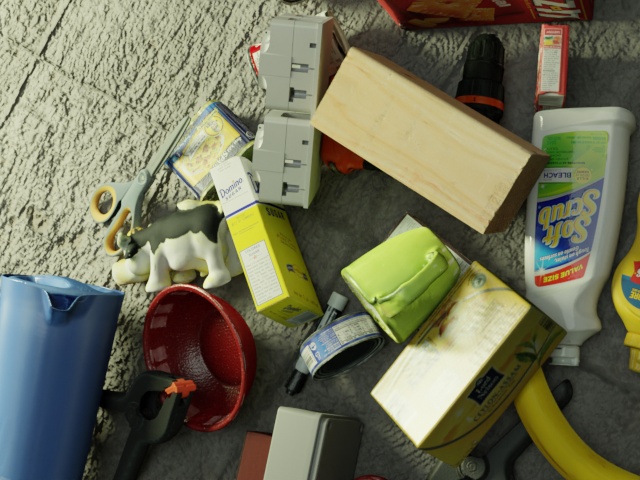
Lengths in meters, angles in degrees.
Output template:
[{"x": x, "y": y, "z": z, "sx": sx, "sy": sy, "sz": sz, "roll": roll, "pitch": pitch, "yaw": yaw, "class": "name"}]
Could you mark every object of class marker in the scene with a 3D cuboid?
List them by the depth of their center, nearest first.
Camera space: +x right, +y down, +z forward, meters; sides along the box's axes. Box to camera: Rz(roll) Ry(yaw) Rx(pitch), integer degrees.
[{"x": -0.006, "y": 0.112, "z": 1.148, "sx": 0.020, "sy": 0.020, "sz": 0.121, "roll": 27, "pitch": 90, "yaw": 22, "class": "marker"}]

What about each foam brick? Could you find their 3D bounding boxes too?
[{"x": -0.054, "y": 0.242, "z": 1.122, "sx": 0.051, "sy": 0.053, "sz": 0.078, "roll": 10, "pitch": 82, "yaw": 21, "class": "foam brick"}]

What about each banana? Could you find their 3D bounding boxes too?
[{"x": 0.235, "y": 0.182, "z": 1.011, "sx": 0.069, "sy": 0.037, "sz": 0.198, "roll": -38, "pitch": 75, "yaw": -24, "class": "banana"}]

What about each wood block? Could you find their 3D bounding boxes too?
[{"x": 0.108, "y": -0.098, "z": 1.046, "sx": 0.206, "sy": 0.090, "sz": 0.090, "roll": 34, "pitch": 105, "yaw": 19, "class": "wood block"}]

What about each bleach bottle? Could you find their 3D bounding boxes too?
[{"x": 0.254, "y": -0.002, "z": 1.053, "sx": 0.103, "sy": 0.068, "sz": 0.251, "roll": 0, "pitch": 82, "yaw": 26, "class": "bleach bottle"}]

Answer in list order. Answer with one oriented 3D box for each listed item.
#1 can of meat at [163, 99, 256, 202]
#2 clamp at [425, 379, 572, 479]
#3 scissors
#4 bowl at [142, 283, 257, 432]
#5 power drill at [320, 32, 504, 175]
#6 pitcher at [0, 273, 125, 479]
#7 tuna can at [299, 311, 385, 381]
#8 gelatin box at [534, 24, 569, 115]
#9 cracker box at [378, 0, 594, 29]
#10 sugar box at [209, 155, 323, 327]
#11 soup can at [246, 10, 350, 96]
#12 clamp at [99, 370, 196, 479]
[{"x": -0.119, "y": -0.097, "z": 1.211, "sx": 0.102, "sy": 0.057, "sz": 0.084, "roll": -47, "pitch": 66, "yaw": 5, "class": "can of meat"}, {"x": 0.145, "y": 0.218, "z": 1.062, "sx": 0.165, "sy": 0.036, "sz": 0.210, "roll": 14, "pitch": 81, "yaw": 23, "class": "clamp"}, {"x": -0.215, "y": -0.076, "z": 1.231, "sx": 0.096, "sy": 0.016, "sz": 0.202, "roll": 40, "pitch": 114, "yaw": 32, "class": "scissors"}, {"x": -0.120, "y": 0.121, "z": 1.149, "sx": 0.162, "sy": 0.055, "sz": 0.162, "roll": 10, "pitch": 105, "yaw": 40, "class": "bowl"}, {"x": 0.100, "y": -0.134, "z": 1.137, "sx": 0.188, "sy": 0.057, "sz": 0.184, "roll": 6, "pitch": 82, "yaw": 21, "class": "power drill"}, {"x": -0.300, "y": 0.159, "z": 1.173, "sx": 0.145, "sy": 0.149, "sz": 0.243, "roll": 10, "pitch": 91, "yaw": 30, "class": "pitcher"}, {"x": 0.022, "y": 0.109, "z": 1.103, "sx": 0.086, "sy": 0.086, "sz": 0.034, "roll": -34, "pitch": 69, "yaw": 11, "class": "tuna can"}, {"x": 0.233, "y": -0.167, "z": 1.078, "sx": 0.030, "sy": 0.089, "sz": 0.073, "roll": 4, "pitch": 80, "yaw": 11, "class": "gelatin box"}, {"x": 0.163, "y": -0.273, "z": 1.085, "sx": 0.214, "sy": 0.164, "sz": 0.072, "roll": 1, "pitch": 82, "yaw": 21, "class": "cracker box"}, {"x": -0.057, "y": 0.001, "z": 1.140, "sx": 0.048, "sy": 0.093, "sz": 0.176, "roll": -25, "pitch": 67, "yaw": 15, "class": "sugar box"}, {"x": -0.022, "y": -0.206, "z": 1.191, "sx": 0.102, "sy": 0.068, "sz": 0.068, "roll": -23, "pitch": 72, "yaw": 14, "class": "soup can"}, {"x": -0.201, "y": 0.185, "z": 1.172, "sx": 0.172, "sy": 0.039, "sz": 0.120, "roll": -45, "pitch": 68, "yaw": 30, "class": "clamp"}]
